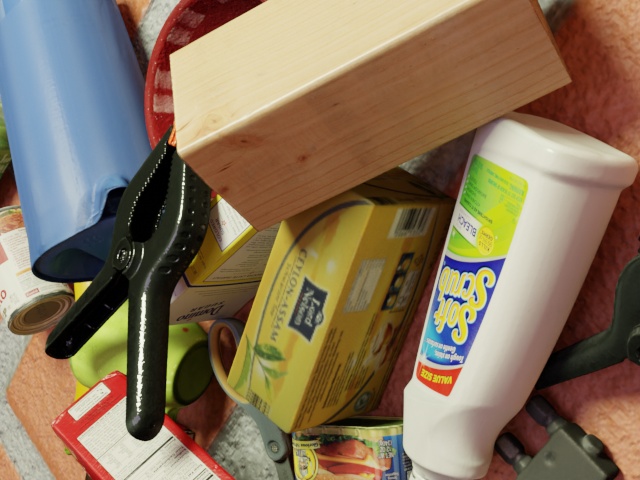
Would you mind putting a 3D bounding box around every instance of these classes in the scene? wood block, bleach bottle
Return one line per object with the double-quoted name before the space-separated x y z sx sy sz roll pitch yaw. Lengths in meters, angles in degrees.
"wood block" 0.025 -0.100 0.617 0.206 0.090 0.091 -25 49 17
"bleach bottle" 0.104 0.054 0.644 0.103 0.068 0.251 -134 55 -60

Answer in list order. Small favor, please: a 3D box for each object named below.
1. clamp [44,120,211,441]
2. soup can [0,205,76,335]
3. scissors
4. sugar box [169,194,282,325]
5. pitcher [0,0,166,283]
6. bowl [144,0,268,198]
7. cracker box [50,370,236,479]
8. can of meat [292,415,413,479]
"clamp" -0.130 0.018 0.750 0.165 0.036 0.210 14 87 51
"soup can" -0.275 0.028 0.986 0.069 0.068 0.102 -47 63 33
"scissors" -0.021 0.141 0.805 0.096 0.016 0.202 -35 77 30
"sugar box" -0.055 0.001 0.774 0.177 0.093 0.048 -38 68 36
"pitcher" -0.198 -0.091 0.882 0.149 0.144 0.243 -26 72 25
"bowl" -0.061 -0.110 0.791 0.162 0.055 0.162 -3 86 44
"cracker box" -0.080 0.204 0.758 0.214 0.072 0.164 31 156 41
"can of meat" 0.028 0.166 0.736 0.102 0.057 0.084 -6 86 42
